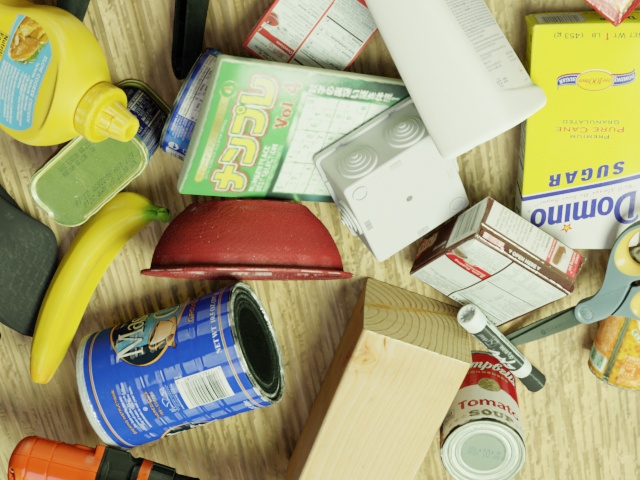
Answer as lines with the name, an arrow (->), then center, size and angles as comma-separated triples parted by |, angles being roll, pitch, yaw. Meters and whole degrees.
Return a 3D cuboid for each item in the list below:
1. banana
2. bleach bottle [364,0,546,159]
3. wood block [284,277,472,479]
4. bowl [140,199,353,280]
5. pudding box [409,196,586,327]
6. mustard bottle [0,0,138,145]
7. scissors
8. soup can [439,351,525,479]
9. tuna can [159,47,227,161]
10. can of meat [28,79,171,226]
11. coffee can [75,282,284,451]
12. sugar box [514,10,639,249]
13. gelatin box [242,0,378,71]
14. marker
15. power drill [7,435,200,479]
banana -> -0.189, 0.027, 0.865 | 0.037, 0.070, 0.198 | 24, 115, -30
bleach bottle -> 0.061, -0.183, 0.724 | 0.068, 0.102, 0.251 | -27, 93, 30
wood block -> 0.042, 0.149, 0.889 | 0.091, 0.090, 0.206 | 19, 115, -4
bowl -> -0.055, 0.001, 0.813 | 0.162, 0.162, 0.055 | 0, 86, 5
pudding box -> 0.132, 0.020, 0.818 | 0.090, 0.039, 0.114 | 30, 156, -10
mustard bottle -> -0.204, -0.121, 0.740 | 0.192, 0.058, 0.096 | 32, 114, 18
scissors -> 0.208, 0.036, 0.824 | 0.202, 0.016, 0.096 | -9, 107, 40
soup can -> 0.130, 0.145, 0.873 | 0.068, 0.102, 0.068 | 2, 115, 4
tuna can -> -0.086, -0.098, 0.786 | 0.033, 0.086, 0.086 | 26, 115, -2
can of meat -> -0.166, -0.065, 0.810 | 0.102, 0.084, 0.057 | -38, 106, 20
coffee can -> -0.113, 0.104, 0.874 | 0.140, 0.102, 0.103 | -19, 112, 13
sugar box -> 0.196, -0.079, 0.793 | 0.093, 0.048, 0.176 | 0, 114, 5
gelatin box -> -0.003, -0.157, 0.782 | 0.073, 0.030, 0.089 | 35, 113, -12
marker -> 0.150, 0.090, 0.871 | 0.020, 0.020, 0.121 | -34, 129, 18
power drill -> -0.169, 0.228, 0.913 | 0.184, 0.057, 0.188 | 16, 149, -2
